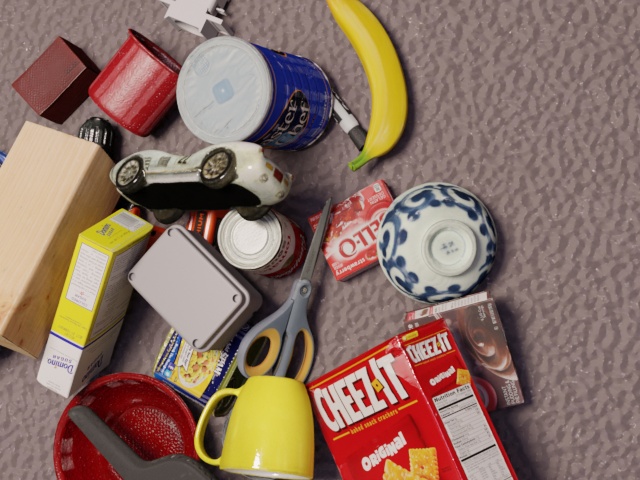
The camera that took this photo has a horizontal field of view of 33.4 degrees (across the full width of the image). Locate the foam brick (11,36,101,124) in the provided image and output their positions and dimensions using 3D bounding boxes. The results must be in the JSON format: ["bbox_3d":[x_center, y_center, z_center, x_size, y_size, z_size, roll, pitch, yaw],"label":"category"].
[{"bbox_3d":[-0.288,-0.176,1.179,0.078,0.051,0.053,-43,77,6],"label":"foam brick"}]

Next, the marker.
[{"bbox_3d":[0.016,-0.140,1.117,0.020,0.020,0.121,-38,77,7],"label":"marker"}]

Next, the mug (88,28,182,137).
[{"bbox_3d":[-0.197,-0.171,1.144,0.081,0.093,0.117,-49,45,9],"label":"mug"}]

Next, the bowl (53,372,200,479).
[{"bbox_3d":[-0.192,0.218,1.108,0.162,0.055,0.162,-2,83,14],"label":"bowl"}]

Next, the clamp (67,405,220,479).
[{"bbox_3d":[-0.173,0.263,1.045,0.210,0.036,0.164,10,88,21],"label":"clamp"}]

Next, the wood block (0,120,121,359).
[{"bbox_3d":[-0.285,-0.001,1.057,0.091,0.090,0.206,18,73,17],"label":"wood block"}]

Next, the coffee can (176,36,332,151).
[{"bbox_3d":[-0.063,-0.142,1.063,0.103,0.140,0.103,1,92,26],"label":"coffee can"}]

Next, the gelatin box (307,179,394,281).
[{"bbox_3d":[0.042,-0.010,1.090,0.089,0.030,0.073,-27,78,10],"label":"gelatin box"}]

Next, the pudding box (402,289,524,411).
[{"bbox_3d":[0.138,0.113,1.031,0.090,0.039,0.113,-16,100,11],"label":"pudding box"}]

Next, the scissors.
[{"bbox_3d":[-0.035,0.057,1.063,0.016,0.096,0.202,21,110,52],"label":"scissors"}]

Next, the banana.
[{"bbox_3d":[0.052,-0.170,1.094,0.069,0.037,0.198,-4,76,-16],"label":"banana"}]

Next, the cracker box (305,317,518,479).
[{"bbox_3d":[0.087,0.202,0.992,0.164,0.071,0.214,-36,74,49],"label":"cracker box"}]

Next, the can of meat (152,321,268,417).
[{"bbox_3d":[-0.115,0.118,1.101,0.084,0.057,0.102,27,91,17],"label":"can of meat"}]

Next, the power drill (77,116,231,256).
[{"bbox_3d":[-0.189,-0.034,1.137,0.188,0.057,0.184,8,89,17],"label":"power drill"}]

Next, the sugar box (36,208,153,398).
[{"bbox_3d":[-0.227,0.063,1.073,0.048,0.093,0.176,28,113,8],"label":"sugar box"}]

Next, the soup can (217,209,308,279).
[{"bbox_3d":[-0.057,0.001,1.076,0.068,0.102,0.068,-2,83,13],"label":"soup can"}]
